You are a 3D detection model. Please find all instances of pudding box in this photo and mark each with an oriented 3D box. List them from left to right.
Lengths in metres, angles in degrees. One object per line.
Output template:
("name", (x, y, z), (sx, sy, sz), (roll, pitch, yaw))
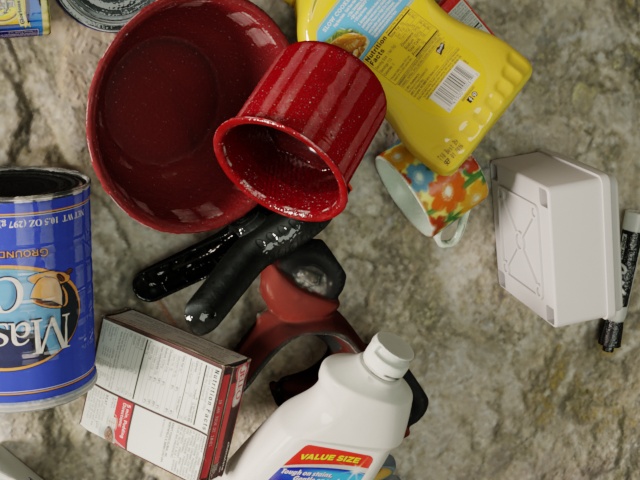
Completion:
("pudding box", (-0.111, 0.108, 0.751), (0.114, 0.039, 0.090), (19, 101, 25))

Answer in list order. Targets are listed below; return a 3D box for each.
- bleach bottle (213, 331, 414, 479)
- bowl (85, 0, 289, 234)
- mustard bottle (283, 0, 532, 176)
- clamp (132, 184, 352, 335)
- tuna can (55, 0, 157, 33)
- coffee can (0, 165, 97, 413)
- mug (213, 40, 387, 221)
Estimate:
("bleach bottle", (-0.019, 0.162, 0.755), (0.102, 0.068, 0.251), (26, 115, -14))
("bowl", (-0.092, -0.088, 0.713), (0.161, 0.055, 0.162), (-14, 114, -33))
("mustard bottle", (0.042, -0.137, 0.728), (0.191, 0.058, 0.096), (39, 89, 4))
("clamp", (-0.055, 0.001, 0.754), (0.171, 0.120, 0.039), (-39, 121, -26))
("tuna can", (-0.137, -0.179, 0.701), (0.086, 0.034, 0.086), (-4, 106, -15))
("coffee can", (-0.201, 0.029, 0.703), (0.102, 0.103, 0.140), (-3, 105, -16))
("mug", (-0.010, -0.066, 0.690), (0.093, 0.117, 0.081), (26, 60, 6))
